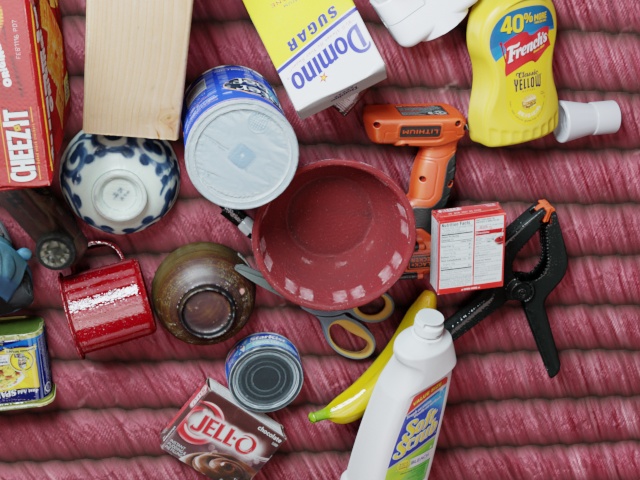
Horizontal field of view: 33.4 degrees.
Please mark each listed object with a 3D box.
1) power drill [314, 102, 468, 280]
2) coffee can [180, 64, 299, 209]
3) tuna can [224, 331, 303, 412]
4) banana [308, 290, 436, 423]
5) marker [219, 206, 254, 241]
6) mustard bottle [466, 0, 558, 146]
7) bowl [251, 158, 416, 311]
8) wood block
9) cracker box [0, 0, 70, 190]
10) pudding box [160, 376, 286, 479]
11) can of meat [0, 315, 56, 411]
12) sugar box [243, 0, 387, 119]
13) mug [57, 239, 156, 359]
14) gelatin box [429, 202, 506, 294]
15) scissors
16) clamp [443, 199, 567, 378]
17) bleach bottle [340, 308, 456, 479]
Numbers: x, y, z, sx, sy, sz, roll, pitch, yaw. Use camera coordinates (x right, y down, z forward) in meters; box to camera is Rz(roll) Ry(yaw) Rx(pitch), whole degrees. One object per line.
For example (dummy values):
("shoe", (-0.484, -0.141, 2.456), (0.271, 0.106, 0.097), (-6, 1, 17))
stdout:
("power drill", (0.078, -0.047, 1.113), (0.184, 0.057, 0.188), (-5, 116, -12))
("coffee can", (-0.080, -0.101, 1.016), (0.102, 0.140, 0.103), (-3, 113, -8))
("tuna can", (-0.062, 0.147, 1.181), (0.086, 0.034, 0.086), (-3, 113, -8))
("banana", (0.072, 0.139, 1.188), (0.198, 0.037, 0.069), (-49, 154, 6))
("marker", (-0.057, 0.001, 1.112), (0.121, 0.020, 0.020), (42, 101, -4))
("mustard bottle", (0.192, -0.195, 1.065), (0.096, 0.058, 0.192), (-15, 114, -22))
("bowl", (0.012, -0.013, 1.058), (0.162, 0.055, 0.162), (-2, 114, -4))
("wood block", (-0.162, -0.200, 0.952), (0.090, 0.090, 0.206), (3, 134, -11))
("cracker box", (-0.264, -0.154, 0.923), (0.072, 0.214, 0.164), (-6, 113, -7))
("pudding box", (-0.110, 0.220, 1.201), (0.113, 0.039, 0.090), (35, 102, -21))
("can of meat", (-0.333, 0.128, 1.117), (0.102, 0.057, 0.084), (-5, 111, -8))
("sugar box", (-0.017, -0.211, 0.989), (0.093, 0.048, 0.176), (-27, 81, 2))
("mug", (-0.220, 0.055, 1.096), (0.081, 0.093, 0.117), (-16, 78, -8))
("gelatin box", (0.152, 0.008, 1.107), (0.073, 0.030, 0.089), (-7, 116, -10))
("scissors", (0.005, 0.056, 1.150), (0.096, 0.016, 0.201), (-43, 122, 3))
("clamp", (0.227, 0.058, 1.191), (0.164, 0.036, 0.210), (18, 108, -16))
("bleach bottle", (0.090, 0.184, 1.168), (0.102, 0.068, 0.251), (-15, 130, -31))
